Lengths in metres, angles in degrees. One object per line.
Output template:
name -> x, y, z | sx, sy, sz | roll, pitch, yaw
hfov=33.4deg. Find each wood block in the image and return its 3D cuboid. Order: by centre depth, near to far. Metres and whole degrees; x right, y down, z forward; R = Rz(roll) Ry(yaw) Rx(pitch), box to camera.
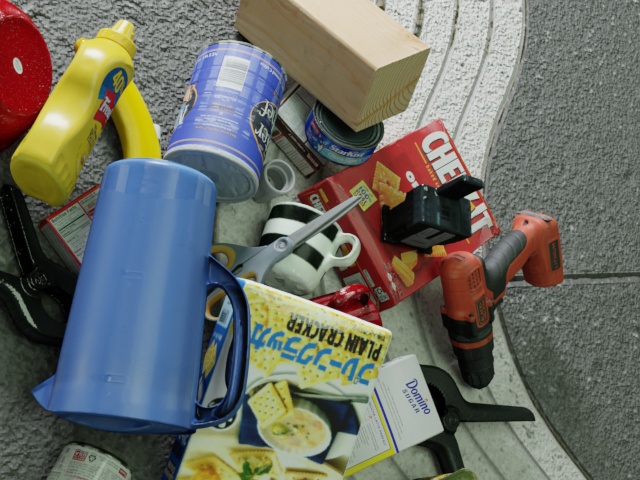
wood block -> 0.009, -0.226, 1.191 | 0.090, 0.090, 0.206 | -27, 59, -39

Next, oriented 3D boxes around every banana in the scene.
banana -> -0.201, -0.119, 1.087 | 0.069, 0.037, 0.198 | 8, 58, -50

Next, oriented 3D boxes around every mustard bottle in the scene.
mustard bottle -> -0.225, -0.131, 1.013 | 0.058, 0.096, 0.191 | 22, 67, 1

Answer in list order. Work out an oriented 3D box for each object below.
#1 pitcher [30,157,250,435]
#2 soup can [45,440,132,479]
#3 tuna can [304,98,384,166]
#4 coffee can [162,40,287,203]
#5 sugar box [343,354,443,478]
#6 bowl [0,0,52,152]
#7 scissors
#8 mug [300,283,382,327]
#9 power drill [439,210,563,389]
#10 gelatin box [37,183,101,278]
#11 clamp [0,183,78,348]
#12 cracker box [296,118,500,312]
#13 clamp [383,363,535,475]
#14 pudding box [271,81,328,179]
pitcher -> -0.153, 0.055, 0.973 | 0.149, 0.145, 0.243 | 21, 70, -40
soup can -> -0.218, 0.238, 0.947 | 0.068, 0.069, 0.102 | 36, 56, -20
tuna can -> 0.026, -0.125, 1.195 | 0.086, 0.034, 0.086 | 13, 49, -16
coffee can -> -0.100, -0.125, 1.130 | 0.102, 0.103, 0.140 | 27, 60, -25
sugar box -> 0.038, 0.194, 1.139 | 0.175, 0.048, 0.093 | -18, 86, -29
bowl -> -0.298, -0.159, 0.985 | 0.161, 0.055, 0.162 | 5, 85, -64
scissors -> -0.057, 0.001, 1.106 | 0.096, 0.016, 0.201 | 38, 78, 26
mug -> 0.017, 0.089, 1.137 | 0.081, 0.117, 0.093 | -14, 50, -42
power drill -> 0.219, 0.064, 1.279 | 0.187, 0.057, 0.184 | -37, 128, -35
gelatin box -> -0.222, -0.001, 1.049 | 0.073, 0.030, 0.089 | -40, 96, -37
clamp -> -0.279, 0.042, 0.988 | 0.120, 0.039, 0.171 | -42, 100, -38
cracker box -> 0.098, -0.031, 1.257 | 0.213, 0.072, 0.164 | -30, 93, -38
clamp -> 0.152, 0.204, 1.234 | 0.210, 0.036, 0.164 | 48, 61, -9
pudding box -> -0.006, -0.142, 1.243 | 0.090, 0.039, 0.113 | 48, 52, -12
